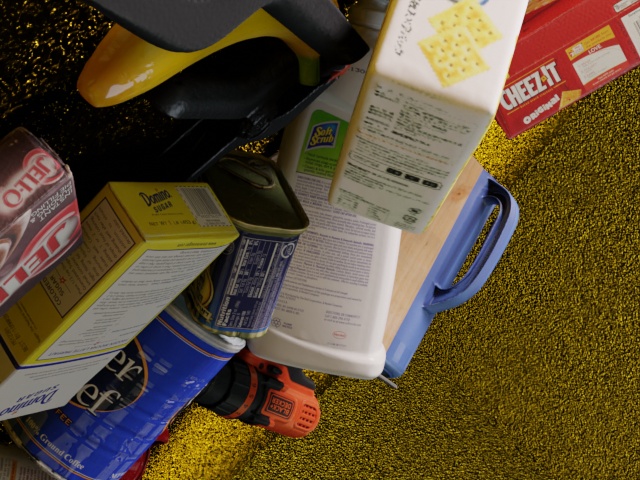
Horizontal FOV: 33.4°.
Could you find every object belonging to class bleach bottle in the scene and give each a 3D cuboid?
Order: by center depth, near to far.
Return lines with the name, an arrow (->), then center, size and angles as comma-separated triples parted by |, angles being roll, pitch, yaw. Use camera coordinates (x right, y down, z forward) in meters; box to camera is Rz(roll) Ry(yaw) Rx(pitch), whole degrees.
bleach bottle -> 0.019, -0.037, 0.723 | 0.068, 0.102, 0.251 | -93, -165, -76

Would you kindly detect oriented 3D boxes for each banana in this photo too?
banana -> -0.038, -0.102, 0.514 | 0.197, 0.037, 0.070 | -17, 122, -58

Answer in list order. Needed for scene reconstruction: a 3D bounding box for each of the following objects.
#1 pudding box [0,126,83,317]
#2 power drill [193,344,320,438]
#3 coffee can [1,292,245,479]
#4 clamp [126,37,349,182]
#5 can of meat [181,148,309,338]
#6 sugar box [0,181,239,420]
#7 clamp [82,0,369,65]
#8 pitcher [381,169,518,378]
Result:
pudding box -> -0.161, 0.011, 0.487 | 0.113, 0.039, 0.090 | -43, 170, -20
power drill -> -0.045, 0.070, 0.943 | 0.184, 0.057, 0.187 | 32, 77, -47
coffee can -> -0.135, 0.086, 0.727 | 0.140, 0.103, 0.102 | -47, 171, 7
clamp -> -0.053, -0.072, 0.630 | 0.171, 0.039, 0.120 | -28, 167, -43
can of meat -> -0.055, 0.001, 0.680 | 0.057, 0.102, 0.084 | 7, 119, -24
sugar box -> -0.135, 0.037, 0.609 | 0.176, 0.048, 0.093 | -40, 164, 24
clamp -> -0.027, -0.122, 0.440 | 0.209, 0.036, 0.165 | -35, 144, -40
pitcher -> 0.097, 0.023, 1.148 | 0.242, 0.145, 0.149 | -63, -174, -13
